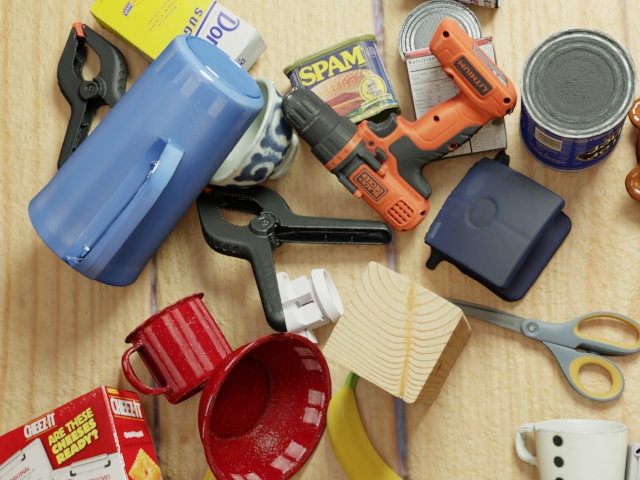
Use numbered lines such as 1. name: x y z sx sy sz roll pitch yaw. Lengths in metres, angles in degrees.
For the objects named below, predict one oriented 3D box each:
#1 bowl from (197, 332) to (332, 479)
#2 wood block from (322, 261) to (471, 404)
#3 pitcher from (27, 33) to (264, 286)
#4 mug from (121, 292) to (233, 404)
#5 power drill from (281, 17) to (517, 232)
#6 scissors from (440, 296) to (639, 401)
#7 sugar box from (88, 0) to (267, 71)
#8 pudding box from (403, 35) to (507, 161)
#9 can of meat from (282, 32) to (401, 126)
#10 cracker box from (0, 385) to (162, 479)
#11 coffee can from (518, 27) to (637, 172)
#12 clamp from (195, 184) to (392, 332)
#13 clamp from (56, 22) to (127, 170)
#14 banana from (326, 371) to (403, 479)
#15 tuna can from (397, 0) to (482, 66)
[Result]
1. bowl: -0.064 0.161 1.037 0.055 0.161 0.162 17 84 45
2. wood block: 0.077 0.091 0.974 0.090 0.206 0.091 28 87 13
3. pitcher: -0.167 -0.075 1.044 0.243 0.144 0.149 -48 65 18
4. mug: -0.144 0.114 1.064 0.081 0.117 0.093 57 137 8
5. power drill: 0.079 -0.123 1.025 0.184 0.057 0.188 43 115 -11
6. scissors: 0.213 0.106 1.041 0.202 0.016 0.096 1 84 9
7. sugar box: -0.153 -0.226 1.139 0.176 0.048 0.093 37 85 21
8. pudding box: 0.135 -0.140 1.062 0.090 0.039 0.113 -9 108 10
9. can of meat: 0.024 -0.153 1.099 0.102 0.057 0.084 -21 81 7
10. cracker box: -0.232 0.274 1.044 0.164 0.072 0.214 -27 66 17
11. coffee can: 0.240 -0.129 1.011 0.103 0.140 0.103 -2 81 10
12. clamp: -0.057 0.001 1.067 0.210 0.036 0.164 25 52 26
13. clamp: -0.232 -0.156 1.157 0.120 0.039 0.171 -7 82 4
14. banana: 0.062 0.221 1.043 0.069 0.037 0.198 -36 77 3
15. tuna can: 0.124 -0.202 1.099 0.086 0.033 0.086 -2 81 10
